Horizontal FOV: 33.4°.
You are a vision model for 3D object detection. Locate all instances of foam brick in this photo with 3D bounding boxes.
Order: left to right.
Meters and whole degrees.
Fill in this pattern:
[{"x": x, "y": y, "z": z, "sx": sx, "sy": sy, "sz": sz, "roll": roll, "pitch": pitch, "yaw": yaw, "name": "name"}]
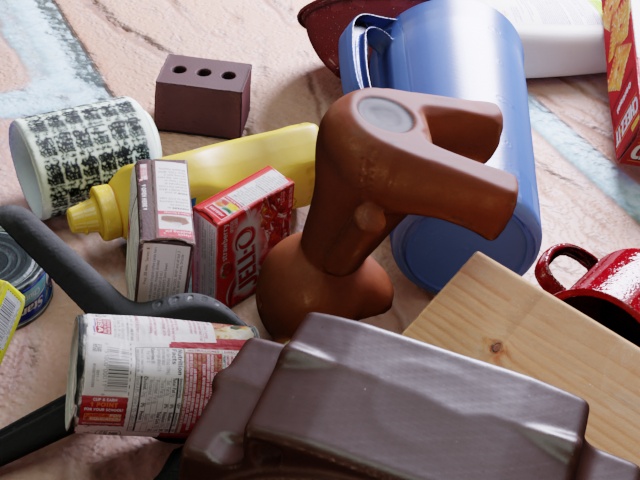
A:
[{"x": -0.102, "y": -0.126, "z": 0.935, "sx": 0.078, "sy": 0.051, "sz": 0.053, "roll": 7, "pitch": 39, "yaw": 3, "name": "foam brick"}]

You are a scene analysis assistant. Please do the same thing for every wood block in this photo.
[{"x": 0.152, "y": 0.107, "z": 0.634, "sx": 0.206, "sy": 0.090, "sz": 0.090, "roll": 34, "pitch": 70, "yaw": 30, "name": "wood block"}]

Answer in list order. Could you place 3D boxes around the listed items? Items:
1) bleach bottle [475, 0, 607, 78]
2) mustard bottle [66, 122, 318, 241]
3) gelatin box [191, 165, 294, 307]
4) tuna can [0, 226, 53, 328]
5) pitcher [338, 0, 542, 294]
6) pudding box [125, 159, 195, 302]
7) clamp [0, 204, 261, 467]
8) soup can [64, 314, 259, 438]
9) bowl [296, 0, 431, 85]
[{"x": 0.262, "y": -0.201, "z": 1.055, "sx": 0.250, "sy": 0.068, "sz": 0.102, "roll": -1, "pitch": 43, "yaw": -10, "name": "bleach bottle"}, {"x": -0.094, "y": -0.037, "z": 0.798, "sx": 0.191, "sy": 0.096, "sz": 0.058, "roll": -15, "pitch": 78, "yaw": -21, "name": "mustard bottle"}, {"x": -0.055, "y": 0.001, "z": 0.758, "sx": 0.030, "sy": 0.089, "sz": 0.073, "roll": 35, "pitch": 48, "yaw": 29, "name": "gelatin box"}, {"x": -0.234, "y": 0.025, "z": 0.755, "sx": 0.086, "sy": 0.034, "sz": 0.086, "roll": 3, "pitch": 40, "yaw": -2, "name": "tuna can"}, {"x": 0.097, "y": -0.078, "z": 0.837, "sx": 0.149, "sy": 0.145, "sz": 0.242, "roll": -7, "pitch": 42, "yaw": 9, "name": "pitcher"}, {"x": -0.110, "y": 0.015, "z": 0.718, "sx": 0.039, "sy": 0.114, "sz": 0.090, "roll": 0, "pitch": 40, "yaw": -13, "name": "pudding box"}, {"x": -0.119, "y": 0.083, "z": 0.656, "sx": 0.209, "sy": 0.164, "sz": 0.036, "roll": 17, "pitch": 4, "yaw": -15, "name": "clamp"}, {"x": -0.090, "y": 0.079, "z": 0.606, "sx": 0.102, "sy": 0.069, "sz": 0.068, "roll": 6, "pitch": 38, "yaw": -16, "name": "soup can"}, {"x": 0.059, "y": -0.179, "z": 0.975, "sx": 0.162, "sy": 0.162, "sz": 0.055, "roll": 1, "pitch": 84, "yaw": 0, "name": "bowl"}]
